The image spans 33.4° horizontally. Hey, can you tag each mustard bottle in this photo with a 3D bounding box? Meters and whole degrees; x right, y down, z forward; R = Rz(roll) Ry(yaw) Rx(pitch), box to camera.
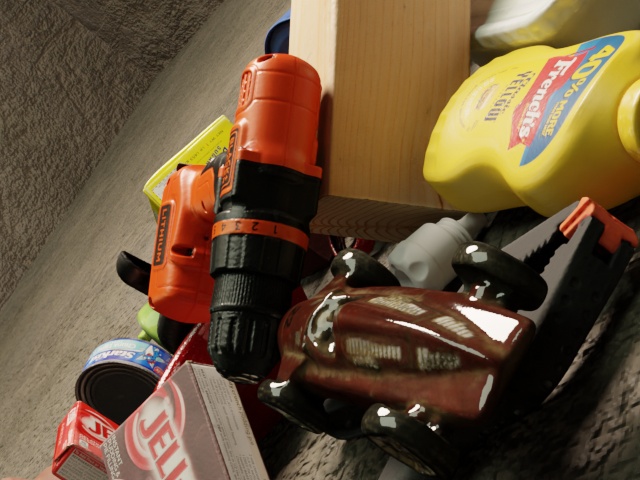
[{"bbox_3d":[0.123,-0.055,0.514,0.096,0.058,0.192,-51,18,-9],"label":"mustard bottle"}]

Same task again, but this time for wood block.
[{"bbox_3d":[0.034,-0.111,0.661,0.090,0.090,0.206,149,125,-67],"label":"wood block"}]

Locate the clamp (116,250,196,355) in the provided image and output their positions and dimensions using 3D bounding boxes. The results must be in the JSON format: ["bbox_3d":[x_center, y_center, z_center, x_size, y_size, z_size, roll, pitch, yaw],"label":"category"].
[{"bbox_3d":[-0.081,0.032,0.799,0.120,0.039,0.171,-30,-31,-13],"label":"clamp"}]

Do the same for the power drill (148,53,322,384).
[{"bbox_3d":[-0.054,0.001,0.641,0.188,0.057,0.184,152,129,-64],"label":"power drill"}]

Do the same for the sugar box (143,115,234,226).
[{"bbox_3d":[-0.104,-0.042,0.948,0.093,0.048,0.176,-43,-8,-10],"label":"sugar box"}]

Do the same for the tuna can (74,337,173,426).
[{"bbox_3d":[-0.152,0.120,0.863,0.086,0.086,0.033,-42,17,32],"label":"tuna can"}]

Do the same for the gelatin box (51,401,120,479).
[{"bbox_3d":[-0.144,0.158,0.749,0.030,0.089,0.073,-51,16,6],"label":"gelatin box"}]

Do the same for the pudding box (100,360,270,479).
[{"bbox_3d":[-0.073,0.138,0.595,0.090,0.039,0.113,-45,54,28],"label":"pudding box"}]

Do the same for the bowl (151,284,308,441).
[{"bbox_3d":[-0.052,0.086,0.711,0.162,0.055,0.162,-47,17,19],"label":"bowl"}]
